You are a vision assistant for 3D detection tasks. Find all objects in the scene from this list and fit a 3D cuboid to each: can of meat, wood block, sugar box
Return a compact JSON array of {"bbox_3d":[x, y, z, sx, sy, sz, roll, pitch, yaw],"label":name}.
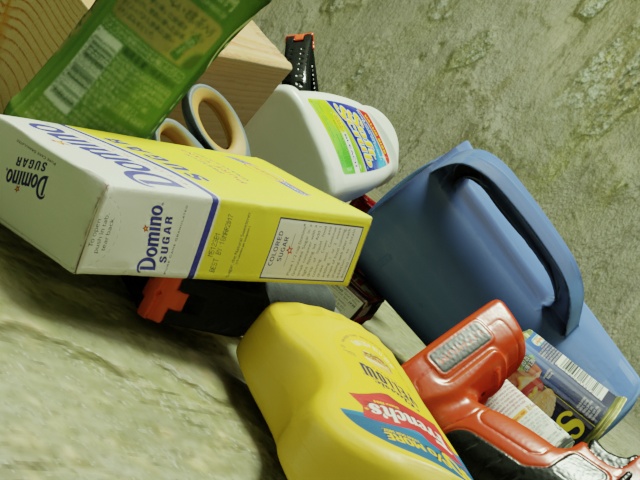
[{"bbox_3d":[0.148,0.125,0.749,0.084,0.102,0.057,39,27,14],"label":"can of meat"},{"bbox_3d":[-0.121,-0.118,0.687,0.090,0.091,0.205,51,23,17],"label":"wood block"},{"bbox_3d":[-0.065,-0.017,0.499,0.093,0.048,0.175,28,12,36],"label":"sugar box"}]

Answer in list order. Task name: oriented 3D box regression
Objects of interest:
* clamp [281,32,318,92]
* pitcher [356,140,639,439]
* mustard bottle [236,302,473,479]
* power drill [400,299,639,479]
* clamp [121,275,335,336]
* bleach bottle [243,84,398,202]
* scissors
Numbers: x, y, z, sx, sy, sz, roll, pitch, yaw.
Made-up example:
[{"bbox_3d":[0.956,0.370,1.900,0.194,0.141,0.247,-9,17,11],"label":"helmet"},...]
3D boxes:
[{"bbox_3d":[-0.015,-0.093,1.016,0.164,0.036,0.210,67,21,-68],"label":"clamp"},{"bbox_3d":[0.138,0.048,0.825,0.243,0.145,0.149,51,11,4],"label":"pitcher"},{"bbox_3d":[0.024,0.095,0.449,0.096,0.058,0.192,36,8,-24],"label":"mustard bottle"},{"bbox_3d":[0.144,0.112,0.601,0.188,0.184,0.057,37,-36,36],"label":"power drill"},{"bbox_3d":[-0.049,0.024,0.568,0.120,0.039,0.171,20,10,0],"label":"clamp"},{"bbox_3d":[0.012,-0.084,0.903,0.102,0.068,0.250,65,22,-1],"label":"bleach bottle"},{"bbox_3d":[-0.037,-0.023,0.689,0.201,0.016,0.096,40,43,-37],"label":"scissors"}]
